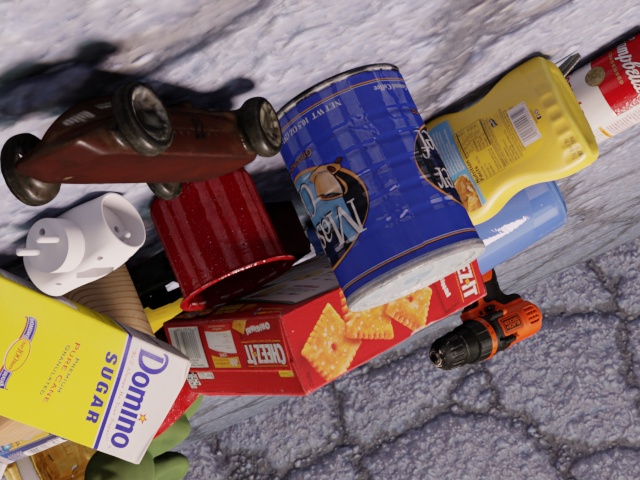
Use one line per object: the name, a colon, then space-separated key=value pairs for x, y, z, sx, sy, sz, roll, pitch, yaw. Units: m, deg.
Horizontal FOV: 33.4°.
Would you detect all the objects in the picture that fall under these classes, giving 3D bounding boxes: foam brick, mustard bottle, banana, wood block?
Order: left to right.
wood block: x=-0.242 y=0.104 z=0.926 sx=0.090 sy=0.091 sz=0.207 roll=-12 pitch=163 yaw=-47
banana: x=-0.139 y=0.085 z=1.119 sx=0.197 sy=0.070 sz=0.037 roll=-10 pitch=125 yaw=-45
foam brick: x=-0.056 y=0.001 z=0.935 sx=0.053 sy=0.051 sz=0.078 roll=-32 pitch=167 yaw=34
mustard bottle: x=0.128 y=-0.066 z=0.895 sx=0.192 sy=0.096 sz=0.058 roll=-30 pitch=167 yaw=28

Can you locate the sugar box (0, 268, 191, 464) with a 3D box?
sugar box: x=-0.189 y=0.094 z=0.788 sx=0.176 sy=0.093 sz=0.048 roll=29 pitch=179 yaw=-33

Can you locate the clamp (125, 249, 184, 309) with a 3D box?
clamp: x=-0.157 y=0.046 z=0.969 sx=0.164 sy=0.036 sz=0.210 roll=-22 pitch=172 yaw=-19

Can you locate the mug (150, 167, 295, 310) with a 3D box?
mug: x=-0.074 y=-0.001 z=0.811 sx=0.093 sy=0.081 sz=0.117 roll=-26 pitch=168 yaw=7

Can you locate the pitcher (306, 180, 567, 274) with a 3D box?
pitcher: x=0.120 y=-0.006 z=1.081 sx=0.243 sy=0.145 sz=0.149 roll=-29 pitch=-158 yaw=6

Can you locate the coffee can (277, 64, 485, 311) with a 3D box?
coffee can: x=0.038 y=-0.035 z=0.740 sx=0.102 sy=0.140 sz=0.103 roll=-23 pitch=168 yaw=-5

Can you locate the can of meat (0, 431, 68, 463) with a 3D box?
can of meat: x=-0.296 y=0.165 z=1.067 sx=0.084 sy=0.102 sz=0.057 roll=-22 pitch=169 yaw=-3

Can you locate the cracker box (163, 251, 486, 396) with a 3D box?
cracker box: x=0.006 y=0.058 z=0.876 sx=0.213 sy=0.072 sz=0.164 roll=-23 pitch=-172 yaw=-39

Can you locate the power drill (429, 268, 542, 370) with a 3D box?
power drill: x=0.170 y=0.056 z=1.299 sx=0.184 sy=0.188 sz=0.057 roll=-16 pitch=168 yaw=-41
